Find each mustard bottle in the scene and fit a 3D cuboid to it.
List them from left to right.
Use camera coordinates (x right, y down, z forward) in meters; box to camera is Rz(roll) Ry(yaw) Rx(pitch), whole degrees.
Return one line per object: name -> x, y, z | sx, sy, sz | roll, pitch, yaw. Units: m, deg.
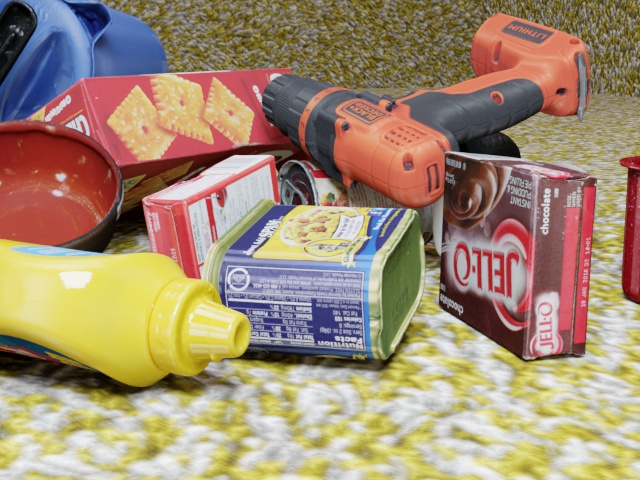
mustard bottle -> -0.118, 0.029, 0.480 | 0.192, 0.058, 0.096 | 6, -10, 25

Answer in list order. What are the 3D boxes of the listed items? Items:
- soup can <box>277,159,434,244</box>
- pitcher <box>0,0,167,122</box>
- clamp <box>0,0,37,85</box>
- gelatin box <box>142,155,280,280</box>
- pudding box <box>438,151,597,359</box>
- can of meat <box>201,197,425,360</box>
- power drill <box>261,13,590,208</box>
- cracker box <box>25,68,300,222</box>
soup can -> 0.026, -0.025, 0.754 | 0.102, 0.068, 0.069 | -5, 12, -27
pitcher -> -0.226, -0.145, 0.924 | 0.149, 0.145, 0.242 | 15, 10, 7
clamp -> -0.270, -0.075, 0.765 | 0.164, 0.036, 0.210 | -50, 0, -30
gelatin box -> -0.054, 0.001, 0.568 | 0.030, 0.073, 0.089 | 4, 21, 30
pudding box -> 0.099, 0.003, 0.554 | 0.039, 0.090, 0.113 | 0, 10, -14
can of meat -> 0.001, 0.018, 0.521 | 0.084, 0.057, 0.102 | 2, 21, 17
power drill -> 0.072, -0.096, 0.726 | 0.187, 0.057, 0.185 | -27, 37, -23
cracker box -> -0.133, -0.062, 0.798 | 0.164, 0.072, 0.213 | -25, -7, 38
